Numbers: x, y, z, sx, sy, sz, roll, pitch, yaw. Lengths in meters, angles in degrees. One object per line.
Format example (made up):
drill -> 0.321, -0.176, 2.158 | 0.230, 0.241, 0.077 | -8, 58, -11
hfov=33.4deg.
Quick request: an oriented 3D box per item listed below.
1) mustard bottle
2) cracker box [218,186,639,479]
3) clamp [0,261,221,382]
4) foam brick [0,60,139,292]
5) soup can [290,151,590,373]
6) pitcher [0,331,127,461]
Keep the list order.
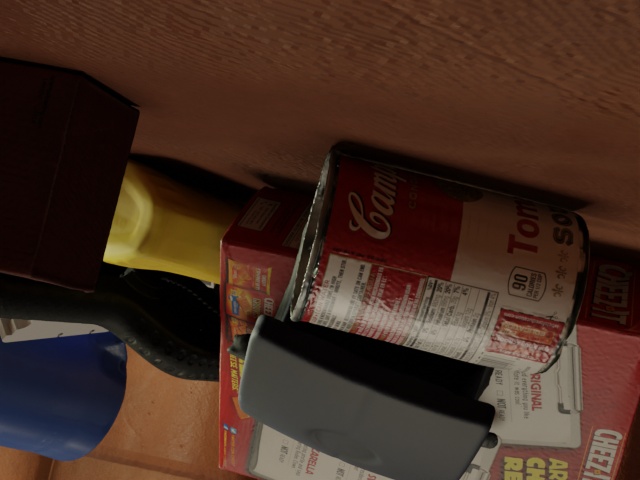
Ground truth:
mustard bottle -> -0.054, 0.001, 0.652 | 0.191, 0.058, 0.096 | 17, -177, -45
cracker box -> 0.055, 0.072, 0.571 | 0.214, 0.164, 0.072 | 12, -145, 13
clamp -> -0.121, 0.023, 0.646 | 0.209, 0.036, 0.164 | 29, -157, -32
foam brick -> -0.110, -0.024, 0.407 | 0.053, 0.078, 0.051 | 12, 174, 17
soup can -> 0.045, 0.010, 0.418 | 0.102, 0.068, 0.068 | 13, 175, -3
pitcher -> -0.285, 0.092, 0.823 | 0.242, 0.149, 0.145 | 23, 178, -44
